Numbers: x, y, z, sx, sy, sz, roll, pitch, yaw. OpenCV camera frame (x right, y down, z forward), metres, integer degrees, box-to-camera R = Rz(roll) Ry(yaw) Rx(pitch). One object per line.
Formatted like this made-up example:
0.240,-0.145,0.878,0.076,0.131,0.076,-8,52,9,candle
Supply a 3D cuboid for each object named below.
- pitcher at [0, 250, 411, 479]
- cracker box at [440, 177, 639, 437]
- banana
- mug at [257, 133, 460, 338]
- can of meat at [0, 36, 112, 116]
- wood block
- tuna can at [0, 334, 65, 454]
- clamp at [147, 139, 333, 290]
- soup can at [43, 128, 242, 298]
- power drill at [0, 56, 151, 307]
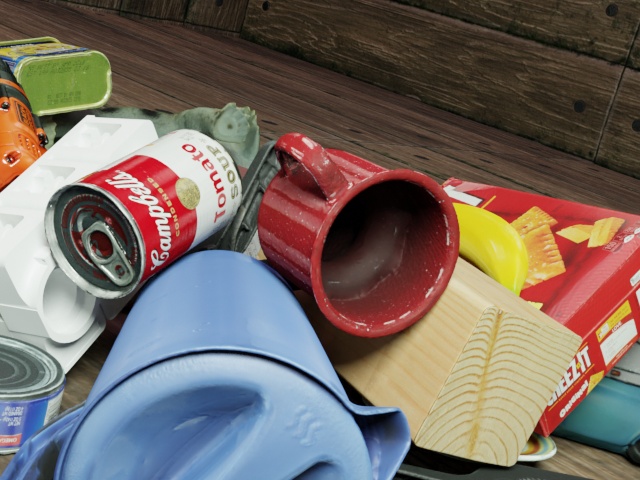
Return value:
-0.062,0.084,0.539,0.149,0.145,0.243,26,8,-10,pitcher
0.126,0.036,0.778,0.164,0.072,0.214,-39,32,-24,cracker box
0.082,0.001,0.755,0.069,0.037,0.198,-41,31,-19,banana
0.011,-0.012,0.587,0.117,0.093,0.082,53,-12,-33,mug
-0.249,-0.146,0.950,0.084,0.057,0.101,18,25,42,can of meat
0.049,0.044,0.677,0.090,0.091,0.206,20,12,-38,wood block
-0.183,0.081,0.580,0.086,0.034,0.086,15,14,-4,tuna can
-0.061,0.024,0.705,0.039,0.172,0.120,29,22,-37,clamp
-0.099,-0.018,0.615,0.069,0.068,0.102,21,32,22,soup can
-0.194,-0.045,0.795,0.187,0.057,0.184,44,10,-39,power drill
